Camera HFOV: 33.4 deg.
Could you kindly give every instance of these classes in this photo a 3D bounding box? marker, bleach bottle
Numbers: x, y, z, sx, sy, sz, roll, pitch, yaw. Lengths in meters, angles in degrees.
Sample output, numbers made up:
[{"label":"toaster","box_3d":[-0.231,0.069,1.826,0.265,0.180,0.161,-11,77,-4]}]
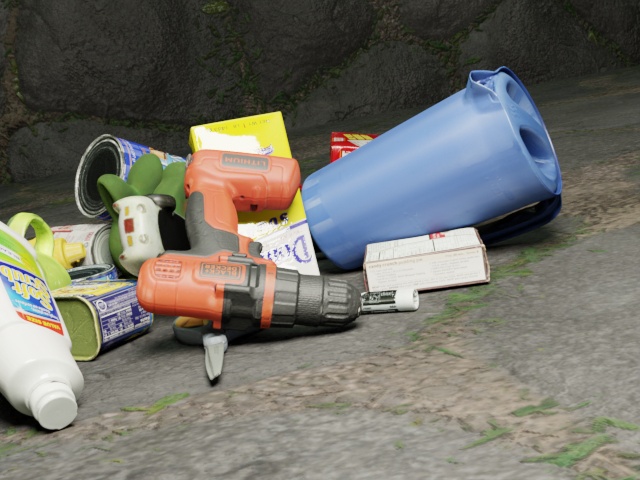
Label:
[{"label":"marker","box_3d":[0.025,0.055,0.924,0.121,0.020,0.020,-6,11,22]},{"label":"bleach bottle","box_3d":[-0.238,0.065,0.833,0.068,0.102,0.251,-47,43,0]}]

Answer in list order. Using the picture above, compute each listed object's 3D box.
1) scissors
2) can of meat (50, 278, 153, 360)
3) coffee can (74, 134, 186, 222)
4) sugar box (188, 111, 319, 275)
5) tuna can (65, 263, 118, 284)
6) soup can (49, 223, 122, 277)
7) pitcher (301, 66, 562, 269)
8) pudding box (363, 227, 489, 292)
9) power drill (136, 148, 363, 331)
[{"label":"scissors","box_3d":[-0.070,0.080,0.886,0.096,0.016,0.202,-13,11,-18]},{"label":"can of meat","box_3d":[-0.214,0.069,0.964,0.102,0.057,0.083,-3,10,30]},{"label":"coffee can","box_3d":[-0.215,-0.064,1.317,0.140,0.103,0.103,15,-10,-43]},{"label":"sugar box","box_3d":[-0.064,-0.029,1.026,0.093,0.176,0.048,-12,-15,-10]},{"label":"tuna can","box_3d":[-0.263,0.051,1.168,0.086,0.034,0.086,-9,10,1]},{"label":"soup can","box_3d":[-0.289,0.015,1.299,0.102,0.068,0.068,-2,12,33]},{"label":"pitcher","box_3d":[0.112,-0.054,1.062,0.243,0.149,0.144,-24,-9,26]},{"label":"pudding box","box_3d":[0.097,0.021,0.992,0.113,0.039,0.090,-10,10,6]},{"label":"power drill","box_3d":[-0.056,0.000,0.918,0.184,0.057,0.187,7,39,-5]}]
